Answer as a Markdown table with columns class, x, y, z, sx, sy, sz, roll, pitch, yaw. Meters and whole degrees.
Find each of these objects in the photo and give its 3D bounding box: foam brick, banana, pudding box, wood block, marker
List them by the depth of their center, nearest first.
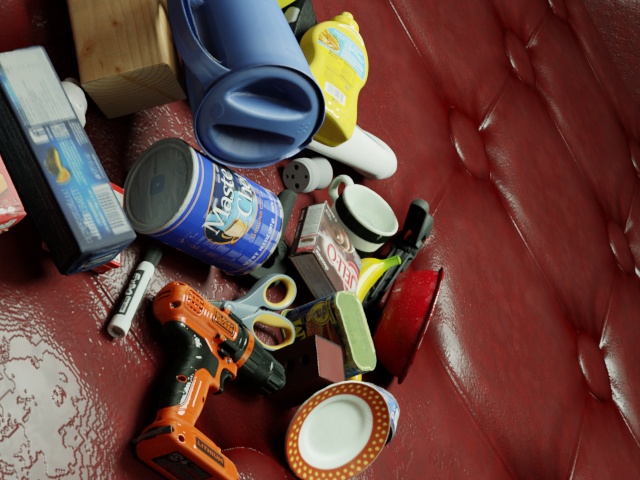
| class | x | y | z | sx | sy | sz | roll | pitch | yaw |
| --- | --- | --- | --- | --- | --- | --- | --- | --- | --- |
| marker | -0.180 | 0.047 | 1.049 | 0.020 | 0.020 | 0.121 | 50 | 35 | -26 |
| wood block | -0.208 | -0.246 | 1.106 | 0.091 | 0.090 | 0.206 | 69 | 8 | -73 |
| foam brick | -0.019 | 0.145 | 1.181 | 0.051 | 0.078 | 0.053 | 29 | 45 | -45 |
| pudding box | 0.008 | 0.024 | 1.280 | 0.113 | 0.039 | 0.090 | 56 | 31 | -34 |
| banana | 0.041 | 0.091 | 1.318 | 0.037 | 0.070 | 0.197 | 57 | 42 | -44 |

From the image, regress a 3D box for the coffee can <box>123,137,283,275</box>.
| class | x | y | z | sx | sy | sz | roll | pitch | yaw |
| --- | --- | --- | --- | --- | --- | --- | --- | --- | --- |
| coffee can | -0.122 | -0.033 | 1.113 | 0.140 | 0.103 | 0.103 | 29 | 47 | -46 |

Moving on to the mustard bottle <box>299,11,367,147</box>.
| class | x | y | z | sx | sy | sz | roll | pitch | yaw |
| --- | --- | --- | --- | --- | --- | --- | --- | --- | --- |
| mustard bottle | 0.013 | -0.212 | 1.310 | 0.096 | 0.058 | 0.191 | 35 | 50 | -26 |

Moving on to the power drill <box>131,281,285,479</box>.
| class | x | y | z | sx | sy | sz | roll | pitch | yaw |
| --- | --- | --- | --- | --- | --- | --- | --- | --- | --- |
| power drill | -0.107 | 0.156 | 1.058 | 0.184 | 0.057 | 0.187 | 42 | 36 | -33 |

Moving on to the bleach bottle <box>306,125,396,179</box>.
| class | x | y | z | sx | sy | sz | roll | pitch | yaw |
| --- | --- | --- | --- | --- | --- | --- | --- | --- | --- |
| bleach bottle | 0.030 | -0.137 | 1.447 | 0.103 | 0.068 | 0.250 | 39 | 9 | 31 |

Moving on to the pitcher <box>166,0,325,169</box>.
| class | x | y | z | sx | sy | sz | roll | pitch | yaw |
| --- | --- | --- | --- | --- | --- | --- | --- | --- | --- |
| pitcher | -0.093 | -0.206 | 1.111 | 0.144 | 0.149 | 0.243 | -7 | 48 | -15 |

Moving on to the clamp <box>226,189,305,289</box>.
| class | x | y | z | sx | sy | sz | roll | pitch | yaw |
| --- | --- | --- | --- | --- | --- | --- | --- | --- | --- |
| clamp | -0.058 | 0.002 | 1.250 | 0.171 | 0.039 | 0.120 | -8 | 79 | -62 |

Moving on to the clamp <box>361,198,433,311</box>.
| class | x | y | z | sx | sy | sz | roll | pitch | yaw |
| --- | --- | --- | --- | --- | --- | --- | --- | --- | --- |
| clamp | 0.112 | 0.016 | 1.463 | 0.036 | 0.164 | 0.209 | 31 | 9 | 9 |

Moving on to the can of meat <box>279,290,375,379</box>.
| class | x | y | z | sx | sy | sz | roll | pitch | yaw |
| --- | --- | --- | --- | --- | --- | --- | --- | --- | --- |
| can of meat | 0.010 | 0.116 | 1.237 | 0.057 | 0.084 | 0.102 | 1 | 69 | -57 |

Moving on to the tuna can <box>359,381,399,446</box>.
| class | x | y | z | sx | sy | sz | roll | pitch | yaw |
| --- | --- | --- | --- | --- | --- | --- | --- | --- | --- |
| tuna can | 0.047 | 0.204 | 1.234 | 0.086 | 0.086 | 0.033 | 50 | 36 | -26 |

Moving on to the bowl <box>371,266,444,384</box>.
| class | x | y | z | sx | sy | sz | roll | pitch | yaw |
| --- | --- | --- | --- | --- | --- | --- | --- | --- | --- |
| bowl | 0.106 | 0.101 | 1.374 | 0.055 | 0.162 | 0.162 | 21 | 39 | 1 |

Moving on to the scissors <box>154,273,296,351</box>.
| class | x | y | z | sx | sy | sz | roll | pitch | yaw |
| --- | --- | --- | --- | --- | --- | --- | --- | --- | --- |
| scissors | -0.091 | 0.059 | 1.157 | 0.201 | 0.016 | 0.096 | 35 | 69 | -42 |
